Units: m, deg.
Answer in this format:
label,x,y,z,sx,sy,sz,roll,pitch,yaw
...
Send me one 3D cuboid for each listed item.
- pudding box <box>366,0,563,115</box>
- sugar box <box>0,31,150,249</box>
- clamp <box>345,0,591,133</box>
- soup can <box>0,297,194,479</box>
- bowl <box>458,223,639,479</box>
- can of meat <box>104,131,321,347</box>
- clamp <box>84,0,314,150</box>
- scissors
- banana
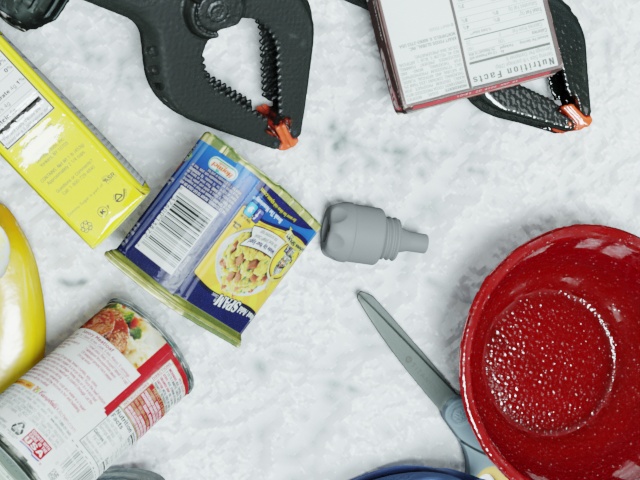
label,x,y,z,sx,sy,sz,roll,pitch,yaw
pudding box,0.072,-0.133,0.574,0.090,0.039,0.113,-14,94,-2
sugar box,-0.163,-0.075,0.549,0.048,0.093,0.176,-46,101,-5
clamp,0.087,-0.125,0.613,0.120,0.039,0.171,-31,93,2
soup can,-0.126,0.088,0.567,0.102,0.069,0.068,-43,102,-29
bowl,0.147,0.073,0.627,0.162,0.055,0.162,1,86,-15
can of meat,-0.054,0.001,0.573,0.057,0.102,0.084,35,86,28
clamp,-0.069,-0.120,0.535,0.164,0.036,0.210,-28,133,-8
scissors,0.103,0.102,0.652,0.096,0.016,0.202,-25,100,-7
banana,-0.190,0.080,0.590,0.069,0.037,0.198,23,92,-13
